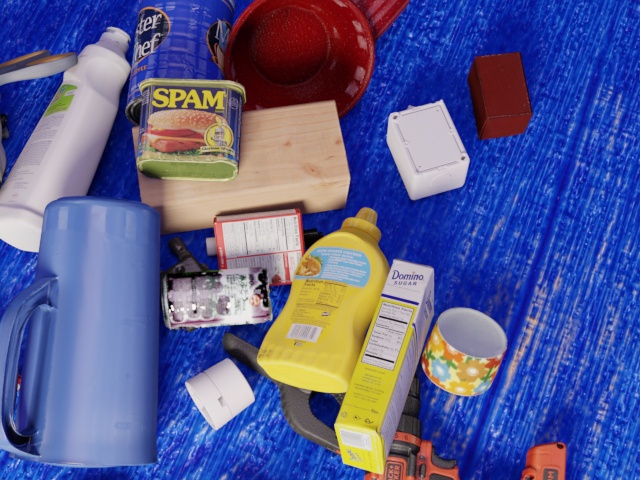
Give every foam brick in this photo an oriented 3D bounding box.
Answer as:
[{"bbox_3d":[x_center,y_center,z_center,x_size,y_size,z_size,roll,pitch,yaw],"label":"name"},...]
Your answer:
[{"bbox_3d":[0.193,-0.156,1.150,0.051,0.053,0.078,-5,71,-4],"label":"foam brick"}]

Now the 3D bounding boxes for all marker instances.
[{"bbox_3d":[-0.057,0.001,1.103,0.121,0.020,0.020,-5,71,-4],"label":"marker"}]

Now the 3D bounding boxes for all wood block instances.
[{"bbox_3d":[-0.081,-0.073,1.091,0.206,0.091,0.090,-9,71,-5],"label":"wood block"}]

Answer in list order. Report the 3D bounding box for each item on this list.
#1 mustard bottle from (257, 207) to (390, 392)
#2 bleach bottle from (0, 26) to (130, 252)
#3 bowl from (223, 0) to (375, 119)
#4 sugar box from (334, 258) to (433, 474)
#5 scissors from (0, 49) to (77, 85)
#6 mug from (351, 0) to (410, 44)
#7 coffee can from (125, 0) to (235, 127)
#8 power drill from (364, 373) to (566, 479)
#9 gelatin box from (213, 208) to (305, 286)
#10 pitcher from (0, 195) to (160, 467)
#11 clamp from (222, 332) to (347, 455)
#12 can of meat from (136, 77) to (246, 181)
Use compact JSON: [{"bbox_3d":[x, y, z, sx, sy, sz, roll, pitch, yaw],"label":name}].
[{"bbox_3d":[0.016,0.050,1.034,0.096,0.058,0.191,5,59,32],"label":"mustard bottle"},{"bbox_3d":[-0.253,-0.112,1.097,0.103,0.068,0.250,-1,60,46],"label":"bleach bottle"},{"bbox_3d":[-0.027,-0.198,1.129,0.162,0.162,0.055,-15,29,-7],"label":"bowl"},{"bbox_3d":[0.062,0.115,0.985,0.048,0.093,0.176,11,59,13],"label":"sugar box"},{"bbox_3d":[-0.317,-0.158,1.060,0.096,0.201,0.016,-2,114,22],"label":"scissors"},{"bbox_3d":[0.037,-0.269,1.161,0.117,0.093,0.081,46,68,-14],"label":"mug"},{"bbox_3d":[-0.147,-0.191,1.124,0.103,0.103,0.140,4,70,-1],"label":"coffee can"},{"bbox_3d":[0.135,0.216,1.016,0.187,0.057,0.184,8,67,2],"label":"power drill"},{"bbox_3d":[-0.060,0.009,1.078,0.089,0.030,0.073,-7,104,-4],"label":"gelatin box"},{"bbox_3d":[-0.215,0.084,0.974,0.145,0.149,0.243,4,83,-7],"label":"pitcher"},{"bbox_3d":[-0.021,0.137,1.048,0.120,0.039,0.171,-20,66,-2],"label":"clamp"},{"bbox_3d":[-0.125,-0.105,1.022,0.102,0.057,0.084,2,72,-1],"label":"can of meat"}]
